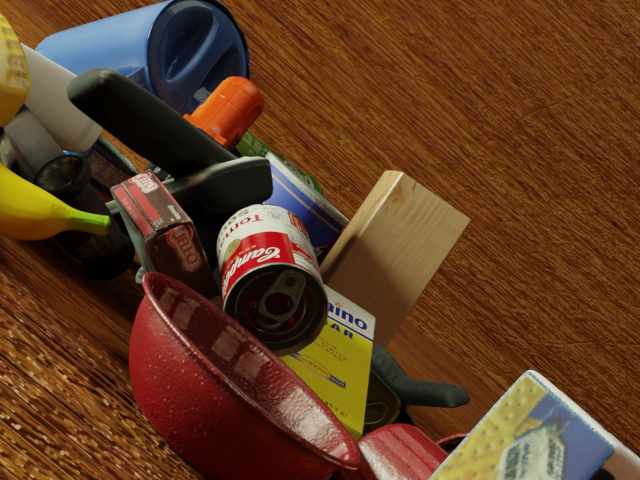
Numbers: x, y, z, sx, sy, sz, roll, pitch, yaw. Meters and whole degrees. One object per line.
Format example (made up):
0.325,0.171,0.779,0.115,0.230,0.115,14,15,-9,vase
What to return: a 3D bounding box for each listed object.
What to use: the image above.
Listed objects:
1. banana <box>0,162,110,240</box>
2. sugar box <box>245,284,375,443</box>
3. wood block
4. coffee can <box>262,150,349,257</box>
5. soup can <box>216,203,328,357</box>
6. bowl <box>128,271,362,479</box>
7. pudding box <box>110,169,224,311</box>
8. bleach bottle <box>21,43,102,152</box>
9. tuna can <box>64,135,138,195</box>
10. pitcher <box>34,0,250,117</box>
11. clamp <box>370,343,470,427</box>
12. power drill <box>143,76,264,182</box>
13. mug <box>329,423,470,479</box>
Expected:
-0.206,-0.045,0.659,0.069,0.037,0.198,7,23,-45,banana
-0.011,0.084,0.775,0.093,0.048,0.176,33,24,-8,sugar box
0.052,0.038,1.094,0.090,0.206,0.090,34,0,-9,wood block
-0.057,0.001,0.999,0.103,0.140,0.103,41,3,-3,coffee can
-0.035,0.024,0.724,0.068,0.068,0.102,40,14,-23,soup can
-0.054,0.090,0.600,0.162,0.055,0.162,41,3,-3,bowl
-0.104,0.017,0.754,0.090,0.039,0.113,47,-23,53,pudding box
-0.292,-0.155,0.885,0.103,0.068,0.250,16,-10,34,bleach bottle
-0.226,-0.083,1.071,0.086,0.034,0.086,41,3,-3,tuna can
-0.205,-0.172,1.109,0.243,0.145,0.149,2,-20,43,pitcher
0.067,0.158,0.984,0.039,0.120,0.172,-7,23,-37,clamp
-0.118,-0.048,1.022,0.057,0.184,0.188,36,-18,11,power drill
0.065,0.157,0.640,0.082,0.117,0.093,38,-23,42,mug
